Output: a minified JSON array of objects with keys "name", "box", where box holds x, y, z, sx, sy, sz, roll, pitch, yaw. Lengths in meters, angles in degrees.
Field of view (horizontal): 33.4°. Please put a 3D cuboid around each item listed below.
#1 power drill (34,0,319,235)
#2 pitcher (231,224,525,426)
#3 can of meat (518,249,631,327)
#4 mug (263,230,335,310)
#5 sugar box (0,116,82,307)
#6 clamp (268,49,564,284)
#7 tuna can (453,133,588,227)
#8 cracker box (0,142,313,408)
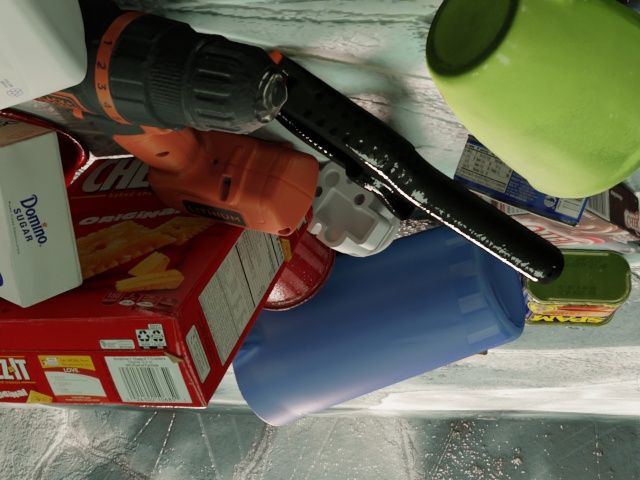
[{"name":"power drill","box":[-0.070,-0.062,0.562,0.185,0.057,0.187,17,167,28]},{"name":"pitcher","box":[0.051,0.067,0.928,0.243,0.149,0.145,-20,114,23]},{"name":"can of meat","box":[0.237,0.045,1.012,0.102,0.057,0.084,2,163,3]},{"name":"mug","box":[-0.055,0.001,0.826,0.117,0.093,0.081,-11,158,16]},{"name":"sugar box","box":[-0.211,-0.029,0.621,0.048,0.093,0.177,-23,-152,-38]},{"name":"clamp","box":[0.045,-0.042,0.636,0.209,0.036,0.165,35,176,-42]},{"name":"tuna can","box":[0.129,-0.038,0.679,0.086,0.034,0.086,19,-173,-3]},{"name":"cracker box","box":[-0.116,0.015,0.692,0.164,0.213,0.072,-2,121,21]}]
